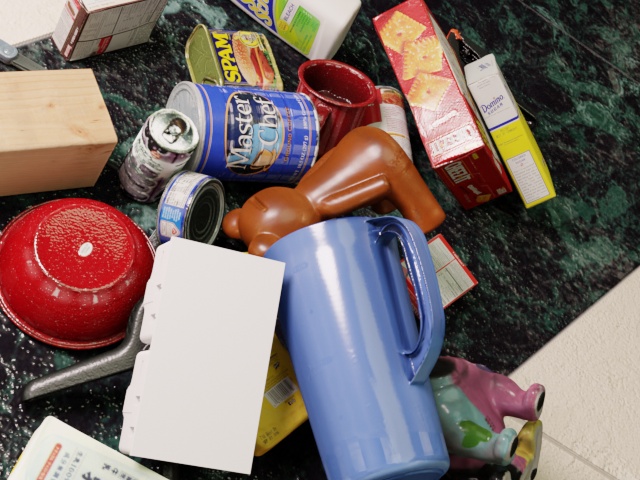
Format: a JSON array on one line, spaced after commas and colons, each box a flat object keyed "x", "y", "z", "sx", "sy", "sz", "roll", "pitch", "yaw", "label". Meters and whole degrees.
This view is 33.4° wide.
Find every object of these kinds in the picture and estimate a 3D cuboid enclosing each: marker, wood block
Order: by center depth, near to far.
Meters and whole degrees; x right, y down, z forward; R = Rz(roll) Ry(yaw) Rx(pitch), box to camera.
[{"x": -0.314, "y": -0.100, "z": 1.017, "sx": 0.205, "sy": 0.091, "sz": 0.090, "roll": -9, "pitch": 66, "yaw": -33, "label": "wood block"}, {"x": -0.157, "y": -0.014, "z": 1.099, "sx": 0.020, "sy": 0.020, "sz": 0.121, "roll": 34, "pitch": 50, "yaw": -7, "label": "marker"}]

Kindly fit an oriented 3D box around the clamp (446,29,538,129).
[{"x": 0.219, "y": -0.208, "z": 1.424, "sx": 0.120, "sy": 0.039, "sz": 0.171, "roll": 0, "pitch": 61, "yaw": -31, "label": "clamp"}]

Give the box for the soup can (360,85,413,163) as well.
[{"x": 0.072, "y": -0.123, "z": 1.268, "sx": 0.068, "sy": 0.069, "sz": 0.102, "roll": 10, "pitch": 57, "yaw": -25, "label": "soup can"}]

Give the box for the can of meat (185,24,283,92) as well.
[{"x": -0.098, "y": -0.194, "z": 1.223, "sx": 0.083, "sy": 0.058, "sz": 0.102, "roll": -2, "pitch": 62, "yaw": -33, "label": "can of meat"}]

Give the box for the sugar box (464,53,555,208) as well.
[{"x": 0.234, "y": -0.136, "z": 1.319, "sx": 0.176, "sy": 0.048, "sz": 0.093, "roll": 63, "pitch": 15, "yaw": -20, "label": "sugar box"}]

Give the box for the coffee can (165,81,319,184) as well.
[{"x": -0.086, "y": -0.114, "z": 1.148, "sx": 0.140, "sy": 0.103, "sz": 0.103, "roll": 1, "pitch": 61, "yaw": -30, "label": "coffee can"}]

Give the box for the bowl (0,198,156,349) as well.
[{"x": -0.225, "y": 0.018, "z": 1.002, "sx": 0.162, "sy": 0.055, "sz": 0.162, "roll": 9, "pitch": 60, "yaw": -16, "label": "bowl"}]

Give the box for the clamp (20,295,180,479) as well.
[{"x": -0.158, "y": 0.108, "z": 0.973, "sx": 0.164, "sy": 0.036, "sz": 0.210, "roll": 30, "pitch": 73, "yaw": -8, "label": "clamp"}]

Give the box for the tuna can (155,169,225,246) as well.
[{"x": -0.130, "y": -0.026, "z": 1.076, "sx": 0.034, "sy": 0.086, "sz": 0.086, "roll": 15, "pitch": 47, "yaw": 20, "label": "tuna can"}]

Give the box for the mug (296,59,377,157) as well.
[{"x": 0.006, "y": -0.142, "z": 1.216, "sx": 0.093, "sy": 0.082, "sz": 0.117, "roll": 22, "pitch": 38, "yaw": 0, "label": "mug"}]

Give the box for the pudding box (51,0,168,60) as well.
[{"x": -0.226, "y": -0.244, "z": 1.159, "sx": 0.113, "sy": 0.090, "sz": 0.039, "roll": -26, "pitch": 77, "yaw": -38, "label": "pudding box"}]

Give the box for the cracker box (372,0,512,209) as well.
[{"x": 0.147, "y": -0.161, "z": 1.283, "sx": 0.164, "sy": 0.072, "sz": 0.214, "roll": 37, "pitch": 32, "yaw": -63, "label": "cracker box"}]

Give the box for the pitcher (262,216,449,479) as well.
[{"x": 0.042, "y": 0.104, "z": 0.971, "sx": 0.145, "sy": 0.149, "sz": 0.243, "roll": -13, "pitch": 66, "yaw": -6, "label": "pitcher"}]

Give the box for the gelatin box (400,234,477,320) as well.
[{"x": 0.126, "y": 0.044, "z": 1.218, "sx": 0.089, "sy": 0.030, "sz": 0.073, "roll": -32, "pitch": 81, "yaw": -39, "label": "gelatin box"}]

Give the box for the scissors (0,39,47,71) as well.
[{"x": -0.344, "y": -0.189, "z": 1.106, "sx": 0.202, "sy": 0.016, "sz": 0.096, "roll": 43, "pitch": 51, "yaw": 0, "label": "scissors"}]

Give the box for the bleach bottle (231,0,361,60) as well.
[{"x": -0.078, "y": -0.314, "z": 1.295, "sx": 0.251, "sy": 0.103, "sz": 0.068, "roll": 32, "pitch": 56, "yaw": 0, "label": "bleach bottle"}]

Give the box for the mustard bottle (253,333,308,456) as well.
[{"x": -0.084, "y": 0.108, "z": 1.038, "sx": 0.096, "sy": 0.058, "sz": 0.191, "roll": -34, "pitch": 81, "yaw": -33, "label": "mustard bottle"}]
